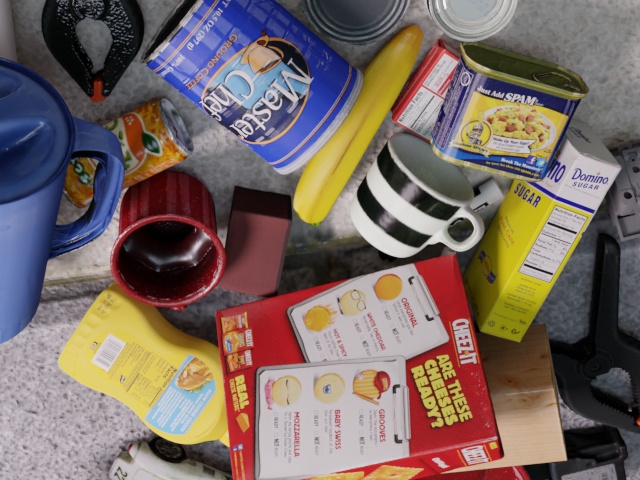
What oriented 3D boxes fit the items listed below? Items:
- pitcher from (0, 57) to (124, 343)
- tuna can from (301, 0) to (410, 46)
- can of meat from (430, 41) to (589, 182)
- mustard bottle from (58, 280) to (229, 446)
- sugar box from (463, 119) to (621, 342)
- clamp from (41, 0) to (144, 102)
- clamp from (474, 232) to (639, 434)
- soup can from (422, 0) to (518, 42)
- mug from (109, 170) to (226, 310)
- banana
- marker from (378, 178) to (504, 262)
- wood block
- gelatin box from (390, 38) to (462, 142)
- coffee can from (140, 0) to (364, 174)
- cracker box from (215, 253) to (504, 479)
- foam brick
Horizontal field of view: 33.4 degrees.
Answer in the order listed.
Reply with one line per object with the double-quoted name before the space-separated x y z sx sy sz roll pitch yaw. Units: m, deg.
"pitcher" -0.254 -0.016 0.819 0.149 0.144 0.243 35 144 7
"tuna can" 0.027 -0.197 0.829 0.086 0.034 0.086 -1 117 -2
"can of meat" 0.145 -0.099 0.837 0.102 0.057 0.084 13 119 -10
"mustard bottle" -0.131 0.125 0.950 0.191 0.058 0.096 35 106 -2
"sugar box" 0.180 -0.011 0.898 0.048 0.093 0.176 16 115 -12
"clamp" -0.168 -0.193 0.821 0.120 0.039 0.171 -5 124 5
"clamp" 0.256 0.099 0.988 0.210 0.036 0.165 41 111 -17
"soup can" 0.106 -0.194 0.795 0.068 0.102 0.068 -1 117 -2
"mug" -0.126 0.004 0.896 0.093 0.081 0.117 -9 126 -2
"banana" 0.023 -0.086 0.869 0.037 0.069 0.198 30 114 -3
"marker" 0.104 -0.016 0.933 0.121 0.020 0.020 -31 114 13
"wood block" 0.107 0.147 0.958 0.206 0.090 0.091 -9 122 13
"gelatin box" 0.112 -0.112 0.879 0.089 0.030 0.073 28 114 -17
"coffee can" -0.052 -0.133 0.820 0.140 0.103 0.103 38 110 -19
"cracker box" 0.029 0.119 0.885 0.214 0.164 0.072 -14 152 9
"foam brick" -0.056 0.001 0.917 0.051 0.053 0.078 8 115 -7
